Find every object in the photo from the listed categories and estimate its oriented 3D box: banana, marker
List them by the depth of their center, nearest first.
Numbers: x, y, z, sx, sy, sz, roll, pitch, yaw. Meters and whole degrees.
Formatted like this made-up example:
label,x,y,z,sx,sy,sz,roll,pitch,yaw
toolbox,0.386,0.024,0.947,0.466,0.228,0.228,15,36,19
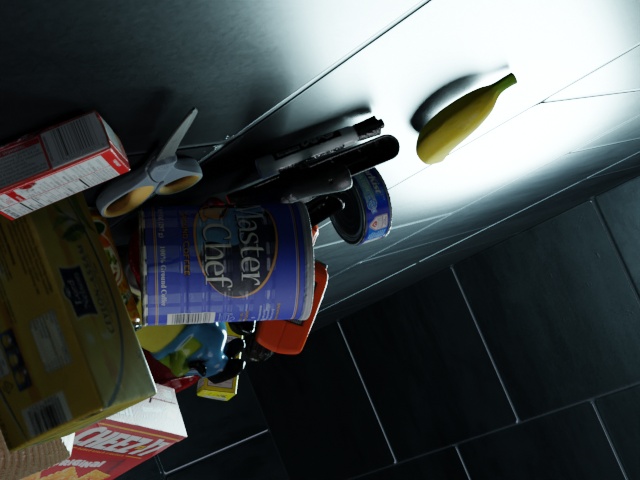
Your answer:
label,x,y,z,sx,sy,sz,roll,pitch,yaw
marker,0.001,-0.084,0.946,0.121,0.020,0.020,-21,172,-10
banana,0.133,-0.109,1.081,0.069,0.037,0.198,-18,171,-21

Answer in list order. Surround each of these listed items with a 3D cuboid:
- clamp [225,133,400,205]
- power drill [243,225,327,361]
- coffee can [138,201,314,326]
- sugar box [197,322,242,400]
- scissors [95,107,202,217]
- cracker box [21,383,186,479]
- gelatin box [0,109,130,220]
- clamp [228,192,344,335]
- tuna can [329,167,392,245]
label,x,y,z,sx,sy,sz,roll,pitch,yaw
clamp,-0.009,-0.057,0.989,0.172,0.039,0.120,-12,-173,41
power drill,-0.045,0.069,1.212,0.057,0.184,0.188,16,-173,-9
coffee can,-0.083,0.020,0.910,0.140,0.103,0.103,-2,168,-10
sugar box,-0.119,0.107,1.335,0.048,0.176,0.093,11,165,-10
scissors,-0.106,-0.062,0.804,0.096,0.016,0.202,-18,172,-40
cracker box,-0.279,0.225,1.160,0.214,0.072,0.164,-31,152,18
gelatin box,-0.171,-0.047,0.675,0.089,0.030,0.073,-22,173,-3
clamp,-0.057,0.001,1.079,0.164,0.036,0.210,-50,-158,-1
tuna can,0.038,-0.039,1.112,0.033,0.086,0.086,-17,171,-25
